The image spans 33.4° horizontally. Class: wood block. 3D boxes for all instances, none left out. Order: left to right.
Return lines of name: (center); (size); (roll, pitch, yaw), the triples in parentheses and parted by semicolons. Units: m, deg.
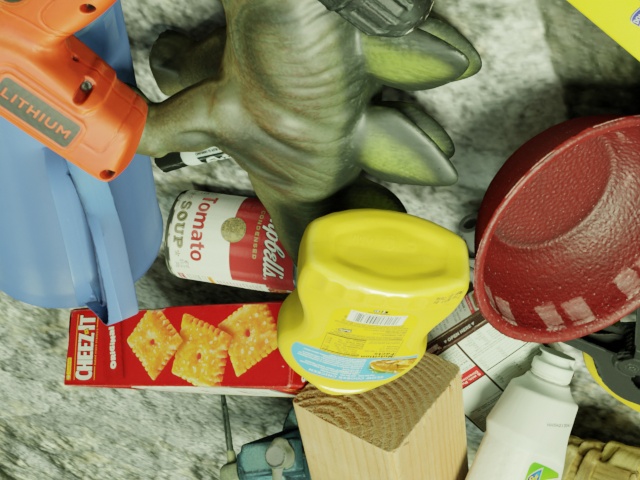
wood block: (0.054, 0.177, 0.818); (0.090, 0.090, 0.206); (22, 141, 32)

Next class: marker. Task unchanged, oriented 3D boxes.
marker: (-0.068, -0.065, 0.736); (0.121, 0.020, 0.020); (-9, 139, 34)

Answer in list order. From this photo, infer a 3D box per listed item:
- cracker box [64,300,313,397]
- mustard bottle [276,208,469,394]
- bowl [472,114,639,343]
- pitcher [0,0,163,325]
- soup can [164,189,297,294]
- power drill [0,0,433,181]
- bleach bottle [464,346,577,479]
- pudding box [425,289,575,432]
cracker box: (-0.073, 0.090, 0.871); (0.214, 0.072, 0.164); (-3, 169, 30)
mustard bottle: (0.023, 0.052, 0.672); (0.096, 0.058, 0.192); (6, 150, -8)
bowl: (0.151, -0.017, 0.635); (0.162, 0.055, 0.162); (-14, 130, -17)
pitcher: (-0.168, -0.066, 0.674); (0.149, 0.145, 0.243); (16, 145, 7)
soup can: (-0.055, 0.001, 0.784); (0.102, 0.068, 0.068); (8, 146, 14)
power drill: (-0.068, -0.110, 0.478); (0.184, 0.057, 0.188); (36, 125, -18)
bleach bottle: (0.143, 0.203, 0.815); (0.068, 0.251, 0.102); (23, -171, 37)
pudding box: (0.131, 0.090, 0.828); (0.090, 0.039, 0.113); (-35, 129, 13)
